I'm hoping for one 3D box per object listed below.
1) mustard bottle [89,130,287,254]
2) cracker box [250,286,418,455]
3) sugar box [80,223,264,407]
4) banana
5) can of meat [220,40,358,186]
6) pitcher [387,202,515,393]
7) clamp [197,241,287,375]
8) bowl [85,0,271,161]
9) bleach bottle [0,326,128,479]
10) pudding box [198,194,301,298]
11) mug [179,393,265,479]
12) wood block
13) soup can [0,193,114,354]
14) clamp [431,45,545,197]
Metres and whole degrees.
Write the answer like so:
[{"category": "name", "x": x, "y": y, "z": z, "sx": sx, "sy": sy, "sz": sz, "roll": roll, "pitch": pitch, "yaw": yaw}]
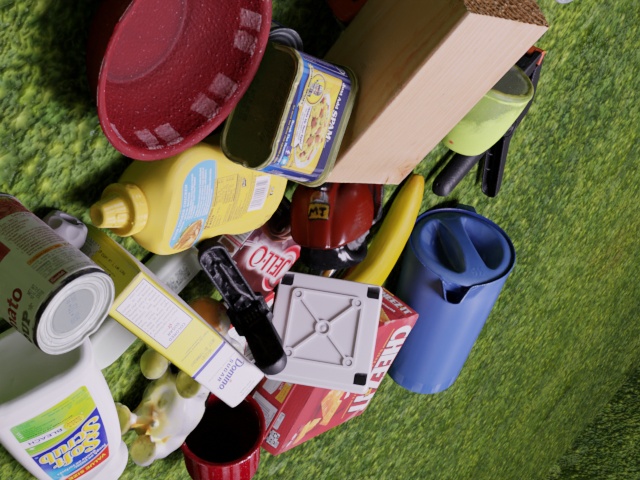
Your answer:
[{"category": "mustard bottle", "x": -0.106, "y": -0.038, "z": 0.855, "sx": 0.191, "sy": 0.058, "sz": 0.096, "roll": -20, "pitch": 136, "yaw": -50}, {"category": "cracker box", "x": 0.014, "y": 0.149, "z": 1.249, "sx": 0.213, "sy": 0.072, "sz": 0.164, "roll": -9, "pitch": 132, "yaw": -60}, {"category": "sugar box", "x": -0.126, "y": 0.063, "z": 0.848, "sx": 0.048, "sy": 0.093, "sz": 0.176, "roll": -47, "pitch": 135, "yaw": -8}, {"category": "banana", "x": 0.069, "y": 0.011, "z": 1.206, "sx": 0.197, "sy": 0.037, "sz": 0.070, "roll": -55, "pitch": 163, "yaw": -30}, {"category": "can of meat", "x": -0.025, "y": -0.098, "z": 0.831, "sx": 0.083, "sy": 0.058, "sz": 0.102, "roll": 8, "pitch": 102, "yaw": -58}, {"category": "pitcher", "x": 0.156, "y": 0.078, "z": 1.380, "sx": 0.149, "sy": 0.145, "sz": 0.243, "roll": -22, "pitch": 144, "yaw": -31}, {"category": "clamp", "x": -0.057, "y": 0.072, "z": 0.925, "sx": 0.039, "sy": 0.120, "sz": 0.171, "roll": -25, "pitch": 163, "yaw": 1}, {"category": "bowl", "x": -0.108, "y": -0.138, "z": 0.738, "sx": 0.161, "sy": 0.055, "sz": 0.162, "roll": -40, "pitch": 150, "yaw": -29}, {"category": "bleach bottle", "x": -0.209, "y": 0.154, "z": 0.895, "sx": 0.102, "sy": 0.068, "sz": 0.251, "roll": -29, "pitch": 150, "yaw": -11}, {"category": "pudding box", "x": -0.057, "y": 0.001, "z": 1.008, "sx": 0.090, "sy": 0.039, "sz": 0.113, "roll": -52, "pitch": 153, "yaw": -4}, {"category": "mug", "x": -0.103, "y": 0.204, "z": 1.131, "sx": 0.081, "sy": 0.093, "sz": 0.117, "roll": 95, "pitch": 2, "yaw": -53}, {"category": "wood block", "x": 0.073, "y": -0.142, "z": 0.868, "sx": 0.090, "sy": 0.090, "sz": 0.206, "roll": -1, "pitch": 148, "yaw": -38}, {"category": "soup can", "x": -0.197, "y": 0.022, "z": 0.722, "sx": 0.068, "sy": 0.102, "sz": 0.068, "roll": -40, "pitch": 151, "yaw": -28}, {"category": "clamp", "x": 0.211, "y": -0.139, "z": 1.300, "sx": 0.164, "sy": 0.036, "sz": 0.210, "roll": -14, "pitch": 131, "yaw": -54}]
